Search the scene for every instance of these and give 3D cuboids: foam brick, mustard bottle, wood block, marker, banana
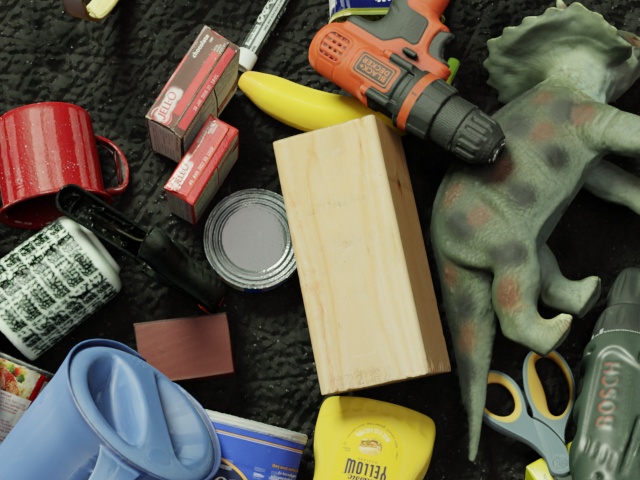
[{"bbox_3d":[-0.111,0.090,0.878,0.078,0.053,0.051,-7,80,-5],"label":"foam brick"},{"bbox_3d":[0.027,0.219,0.826,0.096,0.058,0.191,12,57,7],"label":"mustard bottle"},{"bbox_3d":[0.035,0.015,0.870,0.090,0.090,0.206,-14,80,17],"label":"wood block"},{"bbox_3d":[-0.042,-0.204,0.954,0.020,0.020,0.121,28,79,2],"label":"marker"},{"bbox_3d":[0.028,-0.120,0.937,0.197,0.037,0.069,-4,62,-6],"label":"banana"}]

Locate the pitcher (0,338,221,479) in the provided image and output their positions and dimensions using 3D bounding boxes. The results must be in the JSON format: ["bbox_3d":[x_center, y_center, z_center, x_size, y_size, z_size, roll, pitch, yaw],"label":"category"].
[{"bbox_3d":[-0.196,0.201,0.768,0.243,0.149,0.145,-48,56,16],"label":"pitcher"}]

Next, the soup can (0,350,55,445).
[{"bbox_3d":[-0.264,0.141,0.851,0.068,0.068,0.102,23,79,1],"label":"soup can"}]

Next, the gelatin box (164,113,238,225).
[{"bbox_3d":[-0.099,-0.057,0.887,0.030,0.089,0.073,30,79,2],"label":"gelatin box"}]

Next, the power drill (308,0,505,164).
[{"bbox_3d":[0.107,-0.173,0.859,0.184,0.057,0.187,35,89,18],"label":"power drill"}]

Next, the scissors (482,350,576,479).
[{"bbox_3d":[0.172,0.176,0.860,0.096,0.016,0.201,-3,54,9],"label":"scissors"}]

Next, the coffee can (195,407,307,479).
[{"bbox_3d":[-0.076,0.209,0.832,0.103,0.103,0.140,14,79,-1],"label":"coffee can"}]

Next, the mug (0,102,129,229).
[{"bbox_3d":[-0.214,-0.063,0.888,0.117,0.093,0.081,-3,73,-34],"label":"mug"}]

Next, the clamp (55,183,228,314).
[{"bbox_3d":[-0.120,0.017,0.837,0.120,0.171,0.039,31,85,47],"label":"clamp"}]

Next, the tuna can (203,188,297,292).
[{"bbox_3d":[-0.056,0.001,0.907,0.086,0.034,0.086,1,79,-4],"label":"tuna can"}]

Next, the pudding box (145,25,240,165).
[{"bbox_3d":[-0.106,-0.116,0.886,0.039,0.113,0.090,32,79,1],"label":"pudding box"}]
